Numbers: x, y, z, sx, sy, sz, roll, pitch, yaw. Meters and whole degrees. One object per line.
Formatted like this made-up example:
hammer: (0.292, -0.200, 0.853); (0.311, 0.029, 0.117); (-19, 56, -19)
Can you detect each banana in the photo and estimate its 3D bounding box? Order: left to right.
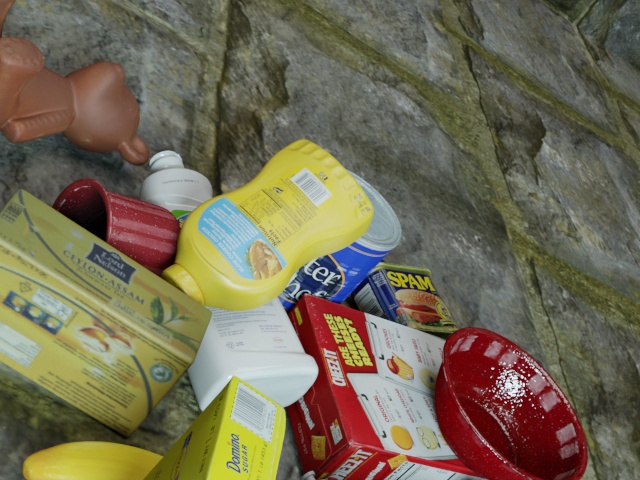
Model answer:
banana: (-0.108, 0.182, 0.737); (0.197, 0.037, 0.069); (34, 27, -13)

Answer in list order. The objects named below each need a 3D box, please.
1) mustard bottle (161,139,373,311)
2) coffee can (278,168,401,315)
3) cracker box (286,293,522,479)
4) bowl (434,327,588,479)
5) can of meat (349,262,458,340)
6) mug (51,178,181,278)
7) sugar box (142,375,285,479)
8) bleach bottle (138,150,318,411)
mustard bottle: (-0.056, 0.001, 0.854); (0.191, 0.058, 0.096); (-36, 72, -24)
coffee can: (-0.007, 0.014, 0.989); (0.102, 0.140, 0.103); (30, 30, -20)
cracker box: (0.068, 0.152, 0.959); (0.213, 0.072, 0.164); (19, 35, -33)
bowl: (0.152, 0.155, 0.921); (0.162, 0.055, 0.162); (29, 33, -21)
can of meat: (0.088, 0.075, 1.108); (0.101, 0.058, 0.084); (9, 44, -44)
mug: (-0.174, 0.001, 0.873); (0.117, 0.093, 0.081); (17, 1, 45)
sugar box: (-0.089, 0.169, 0.630); (0.048, 0.176, 0.093); (36, 28, -14)
bleach bottle: (-0.093, 0.025, 0.921); (0.102, 0.068, 0.251); (1, 51, -35)
